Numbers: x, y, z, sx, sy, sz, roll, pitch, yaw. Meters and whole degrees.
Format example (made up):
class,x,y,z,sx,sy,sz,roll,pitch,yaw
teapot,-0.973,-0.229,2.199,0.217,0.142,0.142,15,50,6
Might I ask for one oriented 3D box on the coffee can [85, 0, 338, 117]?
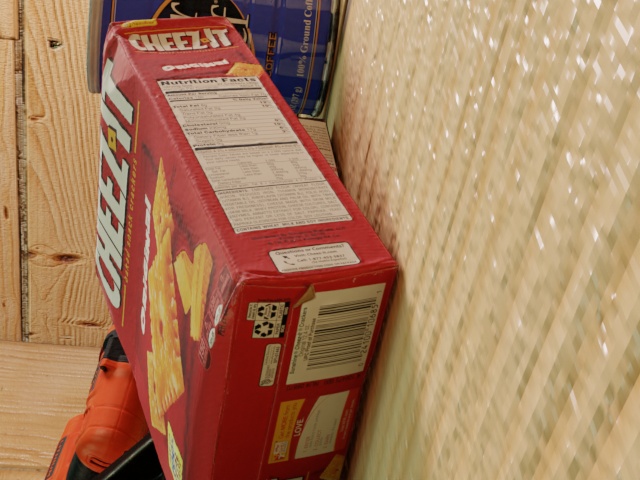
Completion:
class,x,y,z,sx,sy,sz,roll,pitch,yaw
coffee can,-0.066,-0.134,0.652,0.103,0.140,0.103,-175,90,-82

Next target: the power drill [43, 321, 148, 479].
class,x,y,z,sx,sy,sz,roll,pitch,yaw
power drill,-0.165,0.130,0.844,0.184,0.057,0.188,-78,13,-45

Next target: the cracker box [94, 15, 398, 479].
class,x,y,z,sx,sy,sz,roll,pitch,yaw
cracker box,-0.052,0.015,0.502,0.214,0.072,0.164,-122,35,-46
